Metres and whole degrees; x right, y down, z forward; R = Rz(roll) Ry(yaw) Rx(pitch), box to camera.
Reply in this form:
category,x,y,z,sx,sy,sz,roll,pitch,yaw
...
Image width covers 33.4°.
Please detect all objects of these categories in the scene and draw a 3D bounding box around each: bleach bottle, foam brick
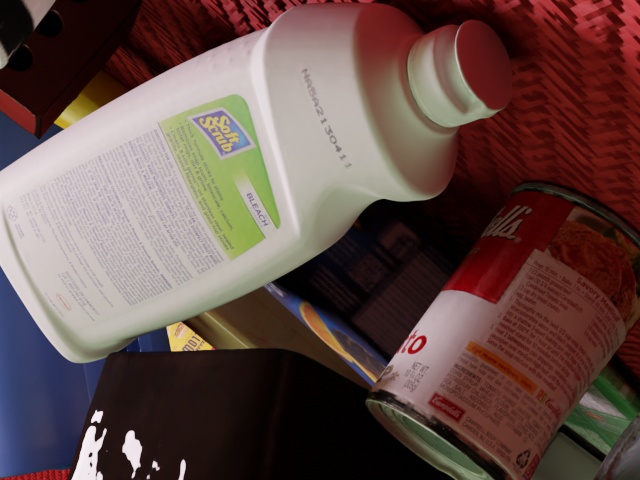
category,x,y,z,sx,sy,sz,roll,pitch,yaw
bleach bottle,-0.033,-0.020,0.411,0.251,0.068,0.102,-17,109,43
foam brick,-0.132,-0.097,0.517,0.053,0.078,0.051,38,165,-8

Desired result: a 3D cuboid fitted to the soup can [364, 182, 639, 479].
category,x,y,z,sx,sy,sz,roll,pitch,yaw
soup can,0.072,0.039,0.399,0.068,0.102,0.068,35,165,10

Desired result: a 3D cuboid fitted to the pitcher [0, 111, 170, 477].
category,x,y,z,sx,sy,sz,roll,pitch,yaw
pitcher,-0.164,0.016,0.645,0.145,0.149,0.243,54,-154,-87
